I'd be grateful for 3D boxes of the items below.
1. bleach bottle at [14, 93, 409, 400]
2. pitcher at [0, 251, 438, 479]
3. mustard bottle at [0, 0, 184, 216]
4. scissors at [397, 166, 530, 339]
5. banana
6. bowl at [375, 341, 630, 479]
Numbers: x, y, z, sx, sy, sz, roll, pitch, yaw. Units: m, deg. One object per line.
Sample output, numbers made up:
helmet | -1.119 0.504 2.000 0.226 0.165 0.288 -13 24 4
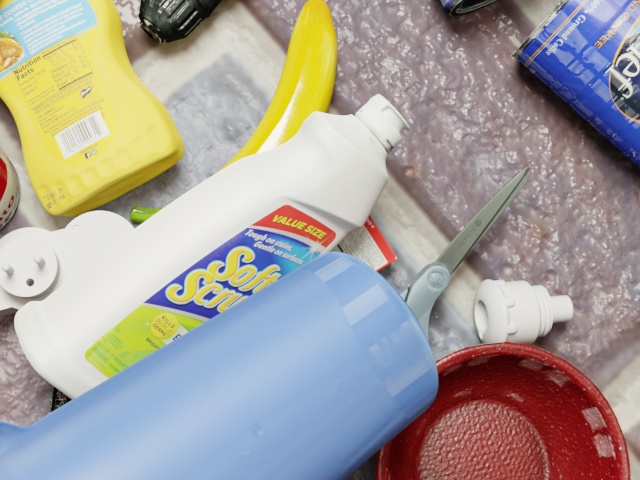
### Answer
bleach bottle | -0.054 0.001 0.635 0.251 0.068 0.102 -41 131 2
pitcher | -0.052 0.119 0.575 0.242 0.149 0.145 -33 50 -21
mustard bottle | -0.170 -0.118 0.686 0.096 0.058 0.191 -28 85 9
scissors | 0.078 0.045 0.699 0.201 0.016 0.096 -34 101 -6
banana | -0.039 -0.071 0.705 0.069 0.037 0.197 39 80 0
bowl | 0.111 0.147 0.681 0.162 0.055 0.162 1 82 -6
